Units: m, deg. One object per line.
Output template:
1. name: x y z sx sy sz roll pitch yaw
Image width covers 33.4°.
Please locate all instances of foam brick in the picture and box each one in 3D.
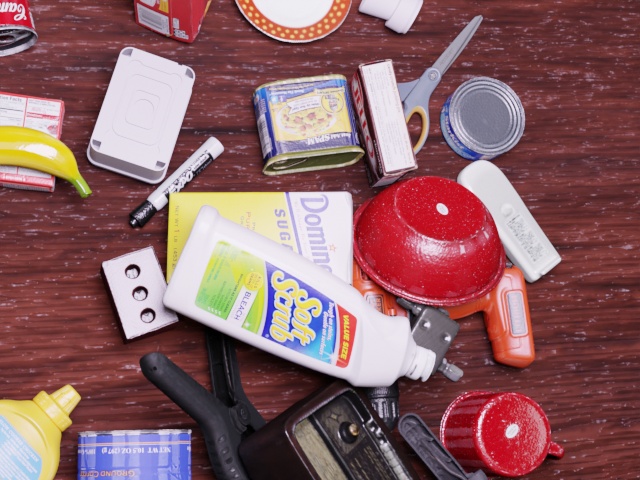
1. foam brick: -0.172 0.053 1.010 0.053 0.051 0.078 -19 85 -16

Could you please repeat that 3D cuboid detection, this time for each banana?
1. banana: -0.311 -0.071 0.977 0.197 0.037 0.069 -3 80 -11

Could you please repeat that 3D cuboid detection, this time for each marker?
1. marker: -0.144 -0.056 1.055 0.020 0.020 0.121 45 73 -2

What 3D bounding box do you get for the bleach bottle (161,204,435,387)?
1. bleach bottle: -0.011 0.061 0.971 0.250 0.068 0.102 23 96 -6

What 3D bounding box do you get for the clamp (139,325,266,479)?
1. clamp: -0.091 0.163 0.977 0.036 0.164 0.210 -21 93 22

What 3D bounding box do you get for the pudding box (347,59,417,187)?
1. pudding box: 0.060 -0.115 1.064 0.039 0.090 0.113 -15 87 -6

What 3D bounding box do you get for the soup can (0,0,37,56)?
1. soup can: -0.316 -0.236 1.023 0.068 0.069 0.102 -12 82 -16

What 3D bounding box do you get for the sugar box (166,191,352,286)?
1. sugar box: -0.057 0.001 1.028 0.176 0.048 0.093 -1 78 5

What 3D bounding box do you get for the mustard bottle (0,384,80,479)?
1. mustard bottle: -0.292 0.199 0.948 0.191 0.058 0.096 -43 90 -17

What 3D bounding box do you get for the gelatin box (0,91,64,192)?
1. gelatin box: -0.287 -0.095 1.022 0.073 0.030 0.089 7 78 -11

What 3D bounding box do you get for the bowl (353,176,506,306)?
1. bowl: 0.111 -0.013 1.051 0.162 0.055 0.162 6 46 -7

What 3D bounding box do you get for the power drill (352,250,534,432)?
1. power drill: 0.117 0.096 1.070 0.187 0.057 0.184 -2 80 -14

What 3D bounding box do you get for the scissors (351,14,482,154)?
1. scissors: 0.099 -0.177 1.141 0.096 0.016 0.201 25 74 -8

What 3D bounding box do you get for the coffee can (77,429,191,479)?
1. coffee can: -0.165 0.240 0.948 0.102 0.103 0.140 1 79 -14

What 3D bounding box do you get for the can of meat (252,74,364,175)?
1. can of meat: -0.015 -0.117 1.080 0.102 0.057 0.084 -8 80 -15

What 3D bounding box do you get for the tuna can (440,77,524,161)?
1. tuna can: 0.172 -0.129 1.140 0.086 0.034 0.086 3 79 -14

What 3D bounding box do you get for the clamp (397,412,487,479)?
1. clamp: 0.143 0.243 1.010 0.039 0.120 0.171 -39 118 -4

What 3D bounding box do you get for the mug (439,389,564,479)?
1. mug: 0.186 0.196 1.055 0.117 0.082 0.093 21 75 -9
